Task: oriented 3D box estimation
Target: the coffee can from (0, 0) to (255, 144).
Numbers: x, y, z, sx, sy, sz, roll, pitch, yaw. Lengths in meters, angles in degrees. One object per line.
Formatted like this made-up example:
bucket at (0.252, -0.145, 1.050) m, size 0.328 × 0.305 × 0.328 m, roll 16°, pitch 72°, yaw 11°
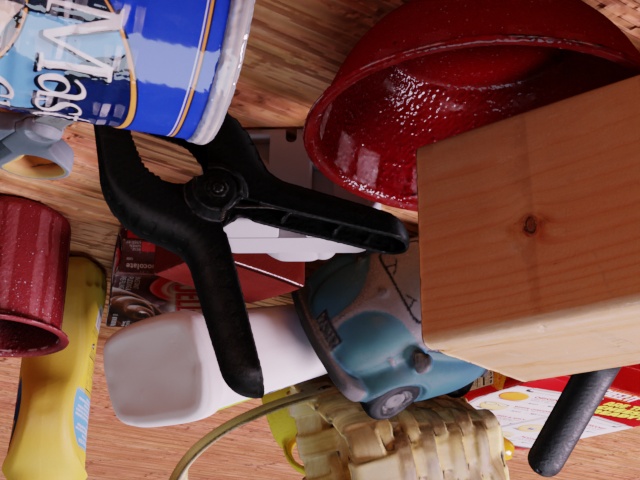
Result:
coffee can at (-0.098, -0.093, 0.353) m, size 0.140 × 0.103 × 0.103 m, roll 8°, pitch 157°, yaw -16°

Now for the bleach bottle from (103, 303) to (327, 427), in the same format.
bleach bottle at (-0.023, 0.073, 0.744) m, size 0.103 × 0.068 × 0.250 m, roll -16°, pitch 173°, yaw 41°

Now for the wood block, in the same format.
wood block at (0.147, -0.011, 0.406) m, size 0.207 × 0.091 × 0.090 m, roll -15°, pitch 155°, yaw 36°

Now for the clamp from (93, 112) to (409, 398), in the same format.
clamp at (-0.053, -0.008, 0.516) m, size 0.171 × 0.120 × 0.039 m, roll 34°, pitch 148°, yaw 6°

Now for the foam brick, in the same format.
foam brick at (-0.054, 0.001, 0.653) m, size 0.078 × 0.053 × 0.051 m, roll 21°, pitch 151°, yaw -38°

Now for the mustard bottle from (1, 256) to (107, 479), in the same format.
mustard bottle at (-0.188, 0.113, 0.752) m, size 0.058 × 0.191 × 0.096 m, roll 5°, pitch 158°, yaw -9°

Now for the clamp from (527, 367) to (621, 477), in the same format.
clamp at (0.203, 0.047, 0.706) m, size 0.036 × 0.164 × 0.210 m, roll 28°, pitch 140°, yaw 13°

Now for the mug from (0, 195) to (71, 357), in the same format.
mug at (-0.212, 0.020, 0.669) m, size 0.117 × 0.081 × 0.093 m, roll 16°, pitch 154°, yaw -33°

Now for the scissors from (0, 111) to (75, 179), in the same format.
scissors at (-0.150, -0.059, 0.504) m, size 0.096 × 0.016 × 0.202 m, roll 16°, pitch 168°, yaw -15°

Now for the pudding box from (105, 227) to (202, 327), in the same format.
pudding box at (-0.101, 0.030, 0.744) m, size 0.090 × 0.039 × 0.114 m, roll 5°, pitch 159°, yaw -13°

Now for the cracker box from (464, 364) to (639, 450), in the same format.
cracker box at (0.181, 0.120, 0.909) m, size 0.164 × 0.072 × 0.214 m, roll 16°, pitch 153°, yaw -28°

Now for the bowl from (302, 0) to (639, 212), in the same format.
bowl at (0.073, -0.067, 0.472) m, size 0.162 × 0.055 × 0.162 m, roll 1°, pitch 158°, yaw 0°
